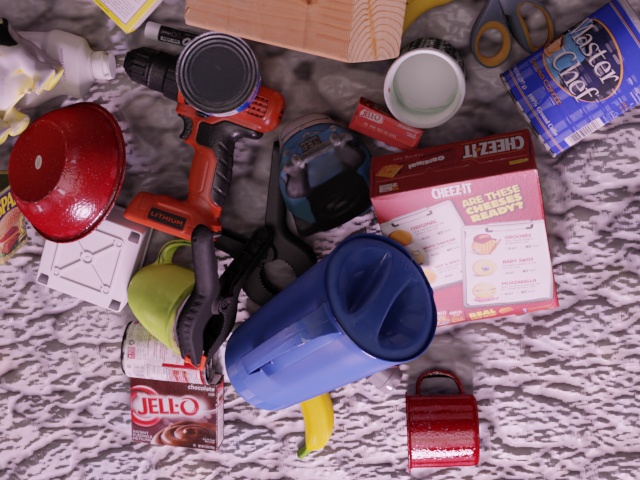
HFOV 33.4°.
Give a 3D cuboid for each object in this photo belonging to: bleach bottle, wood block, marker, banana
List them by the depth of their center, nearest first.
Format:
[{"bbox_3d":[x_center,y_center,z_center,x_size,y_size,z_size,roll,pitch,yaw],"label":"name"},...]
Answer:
[{"bbox_3d":[-0.027,-0.240,1.046,0.206,0.090,0.091,20,113,33],"label":"wood block"},{"bbox_3d":[-0.130,-0.214,1.155,0.121,0.020,0.020,15,111,3],"label":"marker"},{"bbox_3d":[-0.350,-0.178,1.179,0.251,0.068,0.102,-2,109,7],"label":"bleach bottle"},{"bbox_3d":[-0.028,0.174,1.265,0.070,0.037,0.198,-16,106,13],"label":"banana"}]

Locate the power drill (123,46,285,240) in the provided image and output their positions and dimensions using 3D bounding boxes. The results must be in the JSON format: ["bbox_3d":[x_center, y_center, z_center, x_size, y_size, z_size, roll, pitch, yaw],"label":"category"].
[{"bbox_3d":[-0.149,-0.102,1.157,0.184,0.057,0.188,20,97,8],"label":"power drill"}]

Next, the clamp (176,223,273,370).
[{"bbox_3d":[-0.118,0.056,1.143,0.039,0.120,0.171,25,95,39],"label":"clamp"}]

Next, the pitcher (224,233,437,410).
[{"bbox_3d":[-0.008,0.099,1.107,0.149,0.145,0.243,28,144,-22],"label":"pitcher"}]

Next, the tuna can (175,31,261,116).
[{"bbox_3d":[-0.105,-0.171,1.105,0.086,0.033,0.086,0,90,5],"label":"tuna can"}]

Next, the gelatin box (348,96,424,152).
[{"bbox_3d":[0.069,-0.122,1.118,0.073,0.089,0.030,23,102,-1],"label":"gelatin box"}]

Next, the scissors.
[{"bbox_3d":[0.163,-0.249,1.059,0.096,0.016,0.201,-34,124,16],"label":"scissors"}]

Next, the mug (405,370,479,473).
[{"bbox_3d":[0.140,0.208,1.233,0.081,0.093,0.117,-3,72,4],"label":"mug"}]

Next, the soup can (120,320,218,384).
[{"bbox_3d":[-0.177,0.131,1.256,0.102,0.068,0.068,5,110,7],"label":"soup can"}]

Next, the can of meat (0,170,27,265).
[{"bbox_3d":[-0.376,-0.025,1.215,0.057,0.102,0.084,2,112,8],"label":"can of meat"}]

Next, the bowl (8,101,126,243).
[{"bbox_3d":[-0.288,-0.080,1.160,0.162,0.055,0.162,-8,76,33],"label":"bowl"}]

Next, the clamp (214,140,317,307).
[{"bbox_3d":[-0.058,0.001,1.210,0.165,0.036,0.210,-35,99,17],"label":"clamp"}]

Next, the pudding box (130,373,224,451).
[{"bbox_3d":[-0.174,0.203,1.296,0.113,0.039,0.090,4,110,7],"label":"pudding box"}]

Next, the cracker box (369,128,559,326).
[{"bbox_3d":[0.154,-0.006,1.114,0.164,0.072,0.213,-10,135,11],"label":"cracker box"}]

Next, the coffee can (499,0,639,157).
[{"bbox_3d":[0.266,-0.164,1.067,0.140,0.102,0.103,-33,101,18],"label":"coffee can"}]
